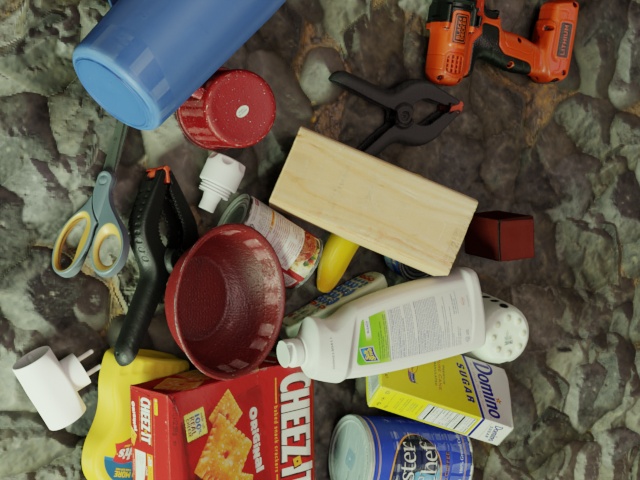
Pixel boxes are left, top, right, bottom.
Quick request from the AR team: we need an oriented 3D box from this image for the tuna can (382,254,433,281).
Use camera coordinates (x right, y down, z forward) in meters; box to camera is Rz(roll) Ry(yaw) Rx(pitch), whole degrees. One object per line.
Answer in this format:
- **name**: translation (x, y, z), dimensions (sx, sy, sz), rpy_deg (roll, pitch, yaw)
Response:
- **tuna can**: translation (0.115, 0.005, 1.263), dimensions (0.085, 0.034, 0.086), rpy_deg (-20, 124, -33)

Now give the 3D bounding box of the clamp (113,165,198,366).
- **clamp**: translation (-0.167, 0.029, 1.116), dimensions (0.164, 0.036, 0.210), rpy_deg (-15, 97, -57)

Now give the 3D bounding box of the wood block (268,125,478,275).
- **wood block**: translation (0.055, -0.041, 1.171), dimensions (0.206, 0.091, 0.090), rpy_deg (23, 87, -2)

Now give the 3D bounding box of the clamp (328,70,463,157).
- **clamp**: translation (0.086, -0.136, 1.246), dimensions (0.171, 0.039, 0.120), rpy_deg (-2, 107, -22)

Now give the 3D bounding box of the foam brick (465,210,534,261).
- **foam brick**: translation (0.217, -0.006, 1.301), dimensions (0.052, 0.078, 0.051), rpy_deg (-7, 99, -22)

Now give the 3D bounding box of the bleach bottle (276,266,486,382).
- **bleach bottle**: translation (0.066, 0.096, 1.192), dimensions (0.250, 0.068, 0.102), rpy_deg (-8, 89, -29)

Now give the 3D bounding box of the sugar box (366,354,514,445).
- **sugar box**: translation (0.140, 0.173, 1.261), dimensions (0.176, 0.093, 0.048), rpy_deg (17, 132, -15)

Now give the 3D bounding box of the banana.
- **banana**: translation (0.060, -0.022, 1.247), dimensions (0.197, 0.037, 0.069), rpy_deg (-39, 109, -16)

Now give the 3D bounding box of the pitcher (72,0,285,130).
- **pitcher**: translation (-0.139, -0.233, 1.063), dimensions (0.242, 0.149, 0.145), rpy_deg (-52, 122, -22)

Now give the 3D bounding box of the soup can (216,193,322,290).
- **soup can**: translation (-0.058, 0.001, 1.177), dimensions (0.102, 0.069, 0.068), rpy_deg (32, 82, -24)

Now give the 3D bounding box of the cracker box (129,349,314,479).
- **cracker box**: translation (-0.099, 0.218, 1.144), dimensions (0.213, 0.072, 0.164), rpy_deg (-8, 101, -46)

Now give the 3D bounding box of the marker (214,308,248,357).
- **marker**: translation (-0.087, 0.087, 1.176), dimensions (0.020, 0.020, 0.121), rpy_deg (46, 54, -23)

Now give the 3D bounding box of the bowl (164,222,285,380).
- **bowl**: translation (-0.109, 0.062, 1.108), dimensions (0.161, 0.055, 0.162), rpy_deg (-3, 94, -50)

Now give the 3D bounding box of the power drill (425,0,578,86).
- **power drill**: translation (0.216, -0.268, 1.282), dimensions (0.187, 0.057, 0.184), rpy_deg (6, 97, -23)

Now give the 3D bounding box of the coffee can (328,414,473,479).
- **coffee can**: translation (0.094, 0.259, 1.260), dimensions (0.140, 0.103, 0.103), rpy_deg (7, 93, -26)

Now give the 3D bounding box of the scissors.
- **scissors**: translation (-0.210, -0.048, 1.098), dimensions (0.202, 0.096, 0.016), rpy_deg (-62, 152, -5)

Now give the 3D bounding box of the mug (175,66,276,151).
- **mug**: translation (-0.108, -0.144, 1.129), dimensions (0.117, 0.082, 0.093), rpy_deg (24, 86, -25)

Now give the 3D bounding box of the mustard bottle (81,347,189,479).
- **mustard bottle**: translation (-0.204, 0.213, 1.137), dimensions (0.096, 0.058, 0.191), rpy_deg (12, 92, -46)
